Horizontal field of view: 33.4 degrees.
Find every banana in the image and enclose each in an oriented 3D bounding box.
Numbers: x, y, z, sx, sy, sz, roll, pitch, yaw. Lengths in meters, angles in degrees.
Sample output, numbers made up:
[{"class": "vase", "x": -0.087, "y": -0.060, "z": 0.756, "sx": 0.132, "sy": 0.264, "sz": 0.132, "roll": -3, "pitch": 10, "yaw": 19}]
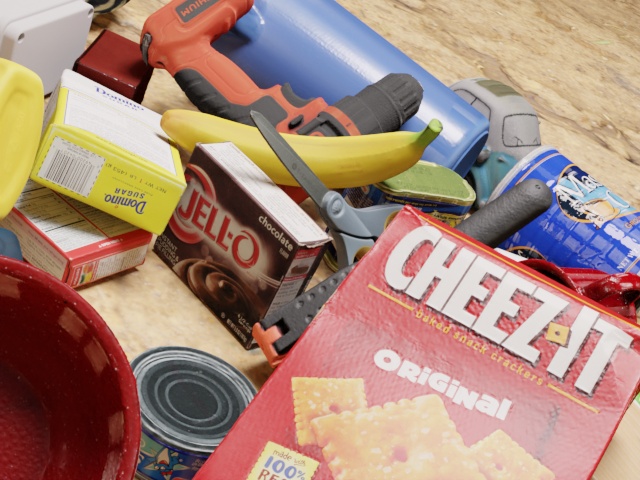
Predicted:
[{"class": "banana", "x": -0.013, "y": -0.067, "z": 0.761, "sx": 0.198, "sy": 0.069, "sz": 0.037, "roll": 1, "pitch": 46, "yaw": 6}]

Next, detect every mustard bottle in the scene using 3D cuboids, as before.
[{"class": "mustard bottle", "x": -0.266, "y": -0.076, "z": 0.659, "sx": 0.192, "sy": 0.096, "sz": 0.058, "roll": 14, "pitch": -1, "yaw": 22}]

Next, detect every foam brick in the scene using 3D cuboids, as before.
[{"class": "foam brick", "x": -0.170, "y": -0.126, "z": 0.862, "sx": 0.051, "sy": 0.053, "sz": 0.078, "roll": 22, "pitch": 31, "yaw": -5}]

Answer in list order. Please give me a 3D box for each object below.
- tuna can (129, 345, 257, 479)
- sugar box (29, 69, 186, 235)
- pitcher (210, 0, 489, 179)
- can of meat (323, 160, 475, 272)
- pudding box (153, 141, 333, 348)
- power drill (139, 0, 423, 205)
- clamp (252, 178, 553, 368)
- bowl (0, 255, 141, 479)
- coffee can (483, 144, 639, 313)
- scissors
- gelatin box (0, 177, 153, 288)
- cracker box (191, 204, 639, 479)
[{"class": "tuna can", "x": -0.076, "y": 0.099, "z": 0.600, "sx": 0.086, "sy": 0.034, "sz": 0.086, "roll": 19, "pitch": 31, "yaw": -12}, {"class": "sugar box", "x": -0.148, "y": -0.066, "z": 0.743, "sx": 0.093, "sy": 0.048, "sz": 0.176, "roll": 26, "pitch": 11, "yaw": -18}, {"class": "pitcher", "x": 0.026, "y": -0.127, "z": 0.949, "sx": 0.243, "sy": 0.145, "sz": 0.149, "roll": 37, "pitch": 51, "yaw": 11}, {"class": "can of meat", "x": 0.060, "y": -0.017, "z": 0.831, "sx": 0.101, "sy": 0.084, "sz": 0.057, "roll": 6, "pitch": 35, "yaw": -30}, {"class": "pudding box", "x": -0.055, "y": 0.001, "z": 0.713, "sx": 0.114, "sy": 0.090, "sz": 0.039, "roll": 42, "pitch": 34, "yaw": 25}, {"class": "power drill", "x": -0.035, "y": -0.125, "z": 0.834, "sx": 0.184, "sy": 0.057, "sz": 0.188, "roll": -37, "pitch": 82, "yaw": -18}, {"class": "clamp", "x": 0.050, "y": 0.044, "z": 0.719, "sx": 0.209, "sy": 0.165, "sz": 0.036, "roll": -21, "pitch": 59, "yaw": -23}, {"class": "bowl", "x": -0.166, "y": 0.089, "z": 0.486, "sx": 0.162, "sy": 0.055, "sz": 0.162, "roll": 6, "pitch": 72, "yaw": -18}, {"class": "coffee can", "x": 0.218, "y": 0.000, "z": 0.906, "sx": 0.140, "sy": 0.103, "sz": 0.102, "roll": 42, "pitch": 34, "yaw": 25}, {"class": "scissors", "x": 0.021, "y": -0.030, "z": 0.740, "sx": 0.016, "sy": 0.201, "sz": 0.096, "roll": 9, "pitch": 45, "yaw": 45}, {"class": "gelatin box", "x": -0.168, "y": -0.009, "z": 0.703, "sx": 0.089, "sy": 0.030, "sz": 0.073, "roll": 37, "pitch": 32, "yaw": 23}, {"class": "cracker box", "x": 0.057, "y": 0.102, "z": 0.557, "sx": 0.164, "sy": 0.072, "sz": 0.213, "roll": 29, "pitch": 60, "yaw": 18}]
